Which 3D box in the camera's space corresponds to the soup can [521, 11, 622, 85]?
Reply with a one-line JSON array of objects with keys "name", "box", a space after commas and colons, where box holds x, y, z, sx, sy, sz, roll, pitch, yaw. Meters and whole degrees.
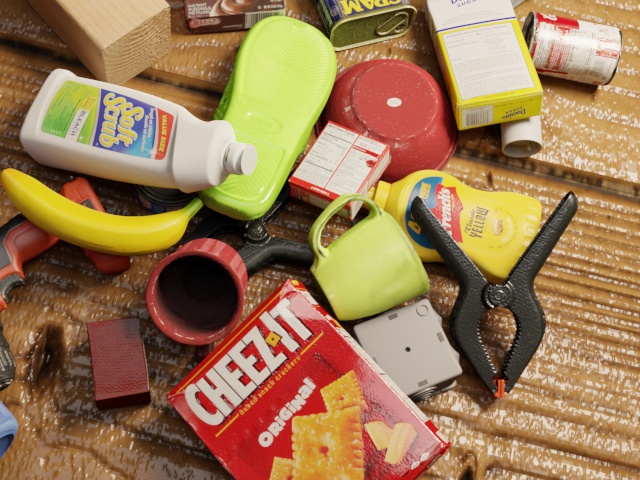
[{"name": "soup can", "box": [0.279, -0.215, 1.201, 0.102, 0.068, 0.068, 10, 67, -3]}]

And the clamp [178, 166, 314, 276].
[{"name": "clamp", "box": [-0.057, 0.001, 1.093, 0.171, 0.039, 0.120, -25, 67, -13]}]

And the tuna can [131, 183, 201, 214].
[{"name": "tuna can", "box": [-0.155, -0.069, 1.113, 0.086, 0.034, 0.086, 2, 68, -5]}]

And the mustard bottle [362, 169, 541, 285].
[{"name": "mustard bottle", "box": [0.127, -0.022, 1.111, 0.191, 0.058, 0.096, 16, 75, 1]}]

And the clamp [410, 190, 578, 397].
[{"name": "clamp", "box": [0.165, 0.049, 1.063, 0.164, 0.036, 0.210, 5, 91, 4]}]

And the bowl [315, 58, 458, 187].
[{"name": "bowl", "box": [0.076, -0.139, 1.155, 0.162, 0.055, 0.162, 2, 68, -5]}]

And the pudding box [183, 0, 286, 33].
[{"name": "pudding box", "box": [-0.100, -0.283, 1.203, 0.113, 0.039, 0.090, -6, 68, -9]}]

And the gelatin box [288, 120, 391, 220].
[{"name": "gelatin box", "box": [0.021, -0.072, 1.094, 0.073, 0.030, 0.089, 23, 62, 19]}]

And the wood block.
[{"name": "wood block", "box": [-0.261, -0.275, 1.154, 0.090, 0.091, 0.206, -39, 77, -19]}]

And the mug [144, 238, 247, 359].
[{"name": "mug", "box": [-0.113, 0.056, 1.029, 0.093, 0.081, 0.117, -6, 102, 5]}]

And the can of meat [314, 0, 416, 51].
[{"name": "can of meat", "box": [0.045, -0.271, 1.205, 0.102, 0.057, 0.084, -15, 68, -13]}]

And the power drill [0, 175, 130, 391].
[{"name": "power drill", "box": [-0.285, 0.034, 1.045, 0.187, 0.057, 0.184, -26, 76, -17]}]

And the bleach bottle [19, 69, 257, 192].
[{"name": "bleach bottle", "box": [-0.173, -0.104, 1.054, 0.251, 0.068, 0.102, 12, 66, 27]}]

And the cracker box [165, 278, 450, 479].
[{"name": "cracker box", "box": [-0.011, 0.167, 0.987, 0.164, 0.072, 0.214, -44, 78, 1]}]

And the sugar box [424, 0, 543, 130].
[{"name": "sugar box", "box": [0.177, -0.206, 1.174, 0.093, 0.048, 0.176, -10, 53, 0]}]

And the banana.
[{"name": "banana", "box": [-0.216, -0.022, 1.026, 0.197, 0.037, 0.069, 10, 53, -5]}]

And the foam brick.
[{"name": "foam brick", "box": [-0.193, 0.118, 1.024, 0.053, 0.051, 0.078, -7, 69, -10]}]
